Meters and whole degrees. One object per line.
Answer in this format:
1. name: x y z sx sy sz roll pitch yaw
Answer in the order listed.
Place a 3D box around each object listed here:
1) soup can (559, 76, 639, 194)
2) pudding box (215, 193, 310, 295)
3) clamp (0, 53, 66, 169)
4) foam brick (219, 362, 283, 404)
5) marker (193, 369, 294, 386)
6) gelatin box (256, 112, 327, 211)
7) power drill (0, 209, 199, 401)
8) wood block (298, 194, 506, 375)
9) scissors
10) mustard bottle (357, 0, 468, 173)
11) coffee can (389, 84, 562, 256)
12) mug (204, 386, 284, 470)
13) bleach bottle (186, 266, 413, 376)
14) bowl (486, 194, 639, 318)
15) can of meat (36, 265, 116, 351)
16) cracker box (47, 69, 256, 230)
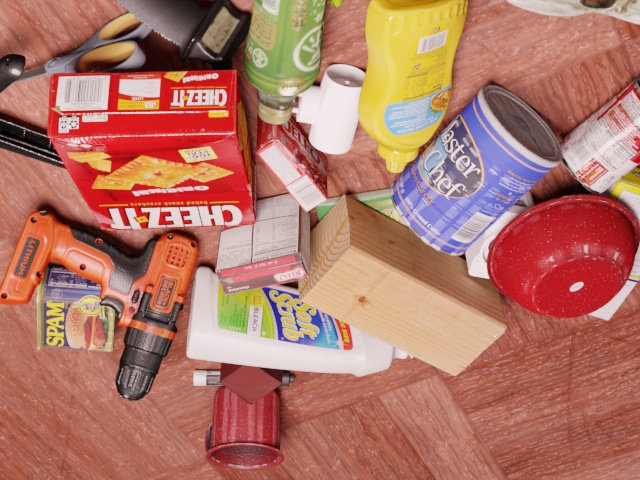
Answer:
1. soup can: 0.291 -0.101 1.042 0.068 0.068 0.102 33 122 -24
2. pudding box: -0.057 0.001 1.095 0.090 0.113 0.039 -11 129 9
3. clamp: -0.340 -0.125 1.017 0.210 0.036 0.164 5 150 8
4. foam brick: -0.078 0.137 1.228 0.051 0.078 0.053 -36 121 27
5. marker: -0.092 0.166 1.289 0.121 0.020 0.020 0 129 -1
6. gelatin box: -0.027 -0.084 1.052 0.030 0.073 0.089 -28 123 20
7. power drill: -0.238 0.059 1.124 0.187 0.184 0.057 20 170 -12
8. wood block: 0.086 0.050 1.132 0.205 0.090 0.091 28 123 -23
9. scissors: -0.232 -0.176 1.003 0.202 0.096 0.016 5 143 37
10. mustard bottle: 0.081 -0.145 1.002 0.096 0.058 0.192 -23 137 -29
11. coffee can: 0.151 -0.068 1.046 0.102 0.103 0.140 29 123 -22
12. mug: -0.097 0.227 1.289 0.093 0.081 0.117 26 141 -36
13. bleach bottle: -0.018 0.095 1.182 0.250 0.102 0.068 7 145 -9
14. bowl: 0.254 0.030 1.086 0.162 0.055 0.162 -4 135 -4
15. can of meat: -0.271 0.077 1.193 0.084 0.057 0.102 5 129 -8
16. cracker box: -0.148 -0.078 1.000 0.164 0.072 0.214 -1 158 1
